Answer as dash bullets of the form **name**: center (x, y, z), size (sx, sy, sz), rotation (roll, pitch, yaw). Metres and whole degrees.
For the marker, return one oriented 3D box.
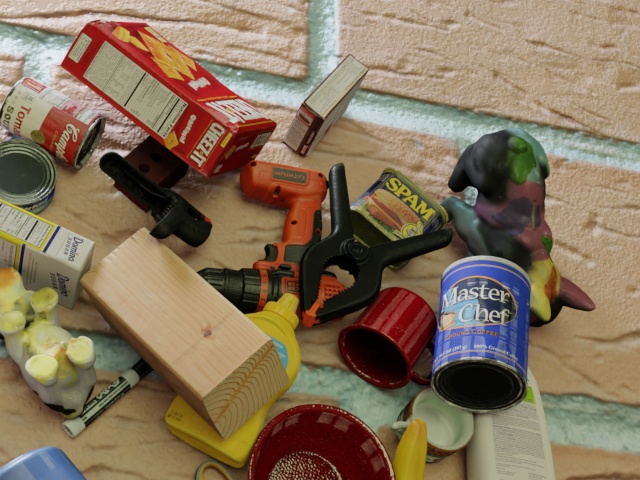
- **marker**: center (-0.216, 0.159, 1.108), size (0.020, 0.020, 0.121), rotation (43, 57, 9)

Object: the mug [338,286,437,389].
- **mug**: center (0.089, 0.113, 1.200), size (0.117, 0.093, 0.081), rotation (38, 51, 4)

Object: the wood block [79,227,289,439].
- **wood block**: center (-0.139, 0.090, 1.080), size (0.090, 0.090, 0.206), rotation (-41, 56, -17)

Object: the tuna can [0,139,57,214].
- **tuna can**: center (-0.338, -0.068, 1.192), size (0.086, 0.034, 0.086), rotation (9, 58, -14)

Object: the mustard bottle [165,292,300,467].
- **mustard bottle**: center (-0.076, 0.136, 1.127), size (0.096, 0.058, 0.191), rotation (25, 65, 14)

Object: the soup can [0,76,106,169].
- **soup can**: center (-0.307, -0.135, 1.222), size (0.102, 0.069, 0.068), rotation (29, 55, 0)

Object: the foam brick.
- **foam brick**: center (-0.194, -0.084, 1.240), size (0.053, 0.051, 0.078), rotation (37, 56, 5)

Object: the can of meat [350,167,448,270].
- **can of meat**: center (0.089, -0.025, 1.302), size (0.102, 0.057, 0.083), rotation (41, 59, 8)

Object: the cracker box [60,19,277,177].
- **cracker box**: center (-0.169, -0.170, 1.240), size (0.214, 0.072, 0.164), rotation (37, 16, 6)

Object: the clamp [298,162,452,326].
- **clamp**: center (0.048, 0.019, 1.205), size (0.164, 0.036, 0.209), rotation (25, 57, 6)

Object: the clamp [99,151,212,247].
- **clamp**: center (-0.162, -0.026, 1.157), size (0.171, 0.039, 0.120), rotation (32, 22, -55)

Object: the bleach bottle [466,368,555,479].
- **bleach bottle**: center (0.215, 0.198, 1.210), size (0.102, 0.068, 0.250), rotation (15, 54, -15)

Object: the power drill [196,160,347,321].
- **power drill**: center (-0.058, 0.002, 1.235), size (0.184, 0.057, 0.187), rotation (10, 61, -18)

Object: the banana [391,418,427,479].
- **banana**: center (0.093, 0.288, 1.105), size (0.037, 0.070, 0.198), rotation (14, 62, -26)

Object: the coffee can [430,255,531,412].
- **coffee can**: center (0.177, 0.102, 1.169), size (0.102, 0.103, 0.140), rotation (19, 50, -8)

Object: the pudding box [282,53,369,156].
- **pudding box**: center (0.007, -0.169, 1.338), size (0.039, 0.090, 0.113), rotation (36, 56, 3)

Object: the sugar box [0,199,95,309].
- **sugar box**: center (-0.327, 0.002, 1.119), size (0.176, 0.093, 0.048), rotation (23, 56, -6)

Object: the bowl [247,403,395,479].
- **bowl**: center (-0.005, 0.253, 1.099), size (0.162, 0.055, 0.162), rotation (10, 60, -18)
